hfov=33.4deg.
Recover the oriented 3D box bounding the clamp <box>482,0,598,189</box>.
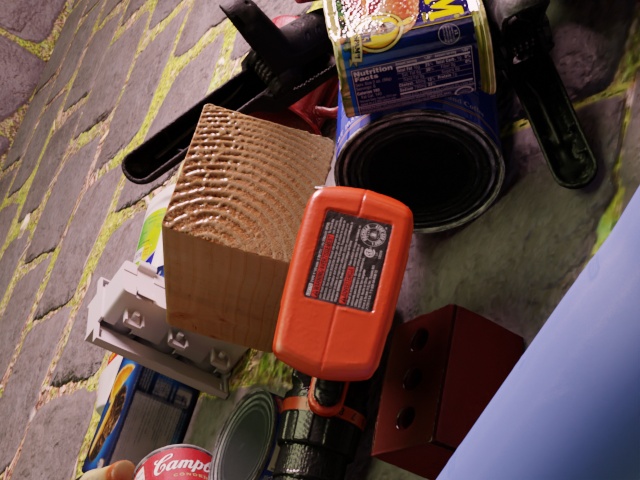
[{"bbox_3d":[0.116,-0.104,0.606,0.039,0.120,0.171,-15,25,8],"label":"clamp"}]

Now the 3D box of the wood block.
[{"bbox_3d":[-0.054,0.001,0.749,0.206,0.090,0.090,108,178,-68],"label":"wood block"}]

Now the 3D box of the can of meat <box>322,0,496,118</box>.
[{"bbox_3d":[0.047,-0.121,0.602,0.084,0.057,0.102,-12,48,5],"label":"can of meat"}]

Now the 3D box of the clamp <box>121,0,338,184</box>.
[{"bbox_3d":[-0.043,-0.112,0.748,0.165,0.036,0.209,-46,-11,33],"label":"clamp"}]

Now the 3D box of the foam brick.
[{"bbox_3d":[0.067,0.081,0.559,0.053,0.051,0.078,-30,40,51],"label":"foam brick"}]

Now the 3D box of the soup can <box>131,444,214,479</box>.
[{"bbox_3d":[-0.098,0.203,0.756,0.069,0.068,0.102,-55,25,19],"label":"soup can"}]

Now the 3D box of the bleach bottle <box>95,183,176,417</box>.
[{"bbox_3d":[-0.160,0.076,1.023,0.103,0.068,0.250,-24,48,58],"label":"bleach bottle"}]

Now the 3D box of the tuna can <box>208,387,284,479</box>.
[{"bbox_3d":[-0.042,0.148,0.739,0.086,0.033,0.086,-46,29,35],"label":"tuna can"}]

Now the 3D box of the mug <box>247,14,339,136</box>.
[{"bbox_3d":[-0.015,-0.138,0.921,0.117,0.093,0.081,17,75,35],"label":"mug"}]

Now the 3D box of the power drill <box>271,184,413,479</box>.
[{"bbox_3d":[0.005,0.068,0.601,0.188,0.057,0.184,96,-174,-66],"label":"power drill"}]

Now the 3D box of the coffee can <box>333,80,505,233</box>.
[{"bbox_3d":[0.061,-0.090,0.680,0.103,0.102,0.140,-43,31,39],"label":"coffee can"}]
